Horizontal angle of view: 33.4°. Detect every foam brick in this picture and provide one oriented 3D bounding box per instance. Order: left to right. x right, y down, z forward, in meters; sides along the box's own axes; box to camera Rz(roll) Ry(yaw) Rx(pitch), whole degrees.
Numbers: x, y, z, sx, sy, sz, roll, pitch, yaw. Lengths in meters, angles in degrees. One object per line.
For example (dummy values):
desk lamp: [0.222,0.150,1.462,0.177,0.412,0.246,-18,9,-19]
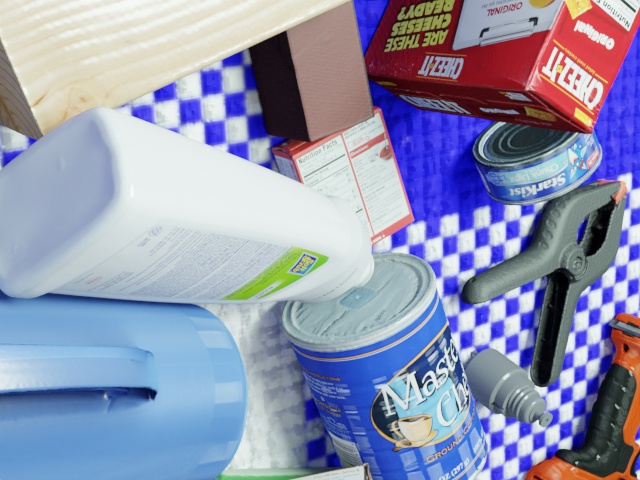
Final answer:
foam brick: [-0.007,-0.106,0.653,0.051,0.053,0.078,-24,115,-28]

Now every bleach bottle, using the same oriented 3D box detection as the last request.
bleach bottle: [-0.054,0.001,0.586,0.250,0.103,0.068,16,48,-54]

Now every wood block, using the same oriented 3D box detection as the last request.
wood block: [-0.087,-0.139,0.567,0.205,0.090,0.091,-30,117,-24]

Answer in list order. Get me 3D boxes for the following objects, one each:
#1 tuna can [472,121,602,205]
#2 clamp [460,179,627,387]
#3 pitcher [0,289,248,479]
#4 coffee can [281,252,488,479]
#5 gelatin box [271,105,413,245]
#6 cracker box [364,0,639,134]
tuna can: [0.152,-0.063,0.753,0.086,0.086,0.033,-39,119,-20]
clamp: [0.188,0.027,0.830,0.171,0.039,0.120,-43,123,-18]
pitcher: [-0.149,0.080,0.534,0.242,0.149,0.145,5,115,-46]
coffee can: [0.045,0.093,0.708,0.102,0.103,0.140,-33,118,-24]
gelatin box: [0.015,-0.036,0.701,0.073,0.030,0.089,-31,118,-23]
cracker box: [0.134,-0.180,0.662,0.072,0.164,0.213,26,87,-34]
